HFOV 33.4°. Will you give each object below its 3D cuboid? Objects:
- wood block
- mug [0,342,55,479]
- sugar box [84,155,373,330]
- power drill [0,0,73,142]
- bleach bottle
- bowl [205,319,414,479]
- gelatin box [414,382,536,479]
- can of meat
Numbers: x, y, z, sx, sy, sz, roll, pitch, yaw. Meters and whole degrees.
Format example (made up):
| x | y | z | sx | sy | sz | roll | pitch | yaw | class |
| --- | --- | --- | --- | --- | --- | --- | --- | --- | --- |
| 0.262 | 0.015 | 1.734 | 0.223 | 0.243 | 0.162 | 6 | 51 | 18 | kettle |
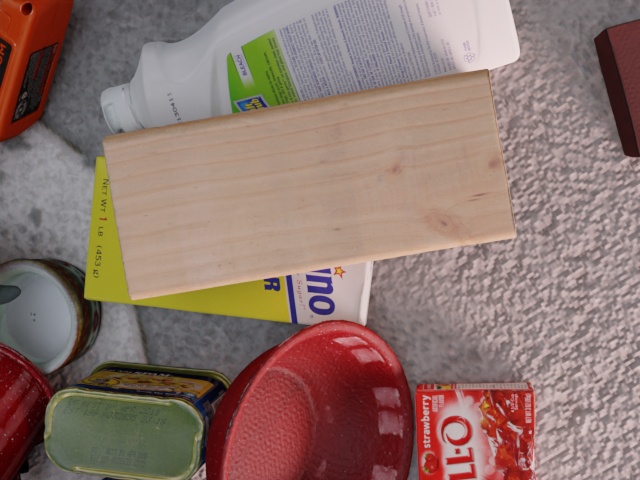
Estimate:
| x | y | z | sx | sy | sz | roll | pitch | yaw | class |
| --- | --- | --- | --- | --- | --- | --- | --- | --- | --- |
| -0.004 | -0.030 | 0.596 | 0.206 | 0.091 | 0.090 | -10 | 91 | 5 | wood block |
| -0.214 | 0.127 | 0.643 | 0.093 | 0.081 | 0.117 | -1 | 122 | 17 | mug |
| -0.054 | 0.001 | 0.669 | 0.176 | 0.048 | 0.093 | 5 | 93 | 8 | sugar box |
| -0.251 | -0.158 | 0.661 | 0.188 | 0.057 | 0.185 | 27 | 119 | 6 | power drill |
| -0.015 | -0.119 | 0.641 | 0.251 | 0.068 | 0.102 | -16 | 118 | 9 | bleach bottle |
| -0.015 | 0.124 | 0.637 | 0.055 | 0.161 | 0.162 | 6 | 94 | 44 | bowl |
| 0.097 | 0.134 | 0.663 | 0.073 | 0.030 | 0.089 | -2 | 92 | 8 | gelatin box |
| -0.111 | 0.112 | 0.663 | 0.102 | 0.084 | 0.057 | 5 | 93 | 7 | can of meat |
